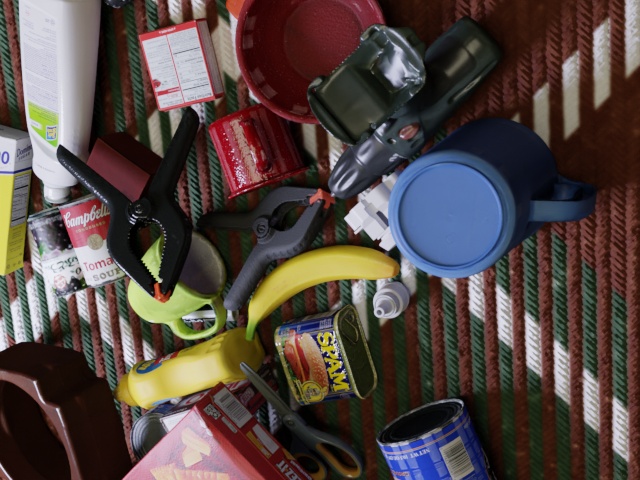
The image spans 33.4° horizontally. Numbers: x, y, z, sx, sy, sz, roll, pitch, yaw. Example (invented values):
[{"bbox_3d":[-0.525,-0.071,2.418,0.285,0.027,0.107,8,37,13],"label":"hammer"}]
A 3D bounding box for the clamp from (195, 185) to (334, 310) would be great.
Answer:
[{"bbox_3d":[-0.058,0.001,1.172,0.172,0.039,0.120,-23,75,28],"label":"clamp"}]

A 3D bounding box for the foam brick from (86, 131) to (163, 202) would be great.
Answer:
[{"bbox_3d":[-0.221,-0.081,1.223,0.078,0.051,0.053,36,116,9],"label":"foam brick"}]

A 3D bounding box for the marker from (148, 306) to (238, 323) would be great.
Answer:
[{"bbox_3d":[-0.154,0.088,1.263,0.121,0.020,0.020,-4,104,23],"label":"marker"}]

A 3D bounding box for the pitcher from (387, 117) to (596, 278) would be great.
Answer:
[{"bbox_3d":[0.151,-0.039,0.976,0.149,0.242,0.145,-39,87,20],"label":"pitcher"}]

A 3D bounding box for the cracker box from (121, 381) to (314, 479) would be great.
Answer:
[{"bbox_3d":[-0.128,0.287,1.180,0.164,0.072,0.214,46,117,5],"label":"cracker box"}]

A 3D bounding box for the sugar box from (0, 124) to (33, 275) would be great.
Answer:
[{"bbox_3d":[-0.407,-0.054,1.311,0.093,0.048,0.176,16,112,18],"label":"sugar box"}]

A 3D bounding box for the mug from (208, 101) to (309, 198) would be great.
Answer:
[{"bbox_3d":[-0.069,-0.098,1.123,0.093,0.117,0.081,-21,92,1],"label":"mug"}]

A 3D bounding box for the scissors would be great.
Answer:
[{"bbox_3d":[-0.039,0.216,1.219,0.201,0.016,0.096,39,129,-15],"label":"scissors"}]

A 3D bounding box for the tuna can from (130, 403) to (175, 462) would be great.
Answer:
[{"bbox_3d":[-0.189,0.246,1.315,0.086,0.033,0.086,6,108,21],"label":"tuna can"}]

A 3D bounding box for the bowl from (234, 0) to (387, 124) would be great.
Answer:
[{"bbox_3d":[-0.003,-0.203,1.091,0.162,0.055,0.162,4,106,16],"label":"bowl"}]

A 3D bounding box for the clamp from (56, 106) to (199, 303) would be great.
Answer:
[{"bbox_3d":[-0.202,-0.033,1.159,0.164,0.036,0.210,-9,77,7],"label":"clamp"}]

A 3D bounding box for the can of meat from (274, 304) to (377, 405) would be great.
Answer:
[{"bbox_3d":[0.005,0.130,1.190,0.084,0.057,0.102,-13,99,28],"label":"can of meat"}]

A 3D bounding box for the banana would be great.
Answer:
[{"bbox_3d":[-0.006,0.044,1.173,0.198,0.037,0.069,-27,75,22],"label":"banana"}]

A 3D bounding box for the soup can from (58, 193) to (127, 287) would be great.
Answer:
[{"bbox_3d":[-0.258,-0.003,1.252,0.069,0.068,0.102,-14,100,25],"label":"soup can"}]

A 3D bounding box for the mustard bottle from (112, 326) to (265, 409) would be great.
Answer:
[{"bbox_3d":[-0.165,0.156,1.244,0.192,0.096,0.058,-21,93,26],"label":"mustard bottle"}]

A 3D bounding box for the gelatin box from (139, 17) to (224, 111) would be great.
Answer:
[{"bbox_3d":[-0.152,-0.192,1.174,0.073,0.030,0.089,-10,102,23],"label":"gelatin box"}]

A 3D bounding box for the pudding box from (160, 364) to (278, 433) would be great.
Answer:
[{"bbox_3d":[-0.116,0.189,1.237,0.114,0.089,0.039,-23,96,27],"label":"pudding box"}]

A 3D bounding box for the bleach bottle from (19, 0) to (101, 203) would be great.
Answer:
[{"bbox_3d":[-0.303,-0.166,1.224,0.103,0.067,0.251,28,121,35],"label":"bleach bottle"}]

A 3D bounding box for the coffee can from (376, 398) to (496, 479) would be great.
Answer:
[{"bbox_3d":[0.134,0.256,1.147,0.103,0.102,0.140,-21,96,26],"label":"coffee can"}]
